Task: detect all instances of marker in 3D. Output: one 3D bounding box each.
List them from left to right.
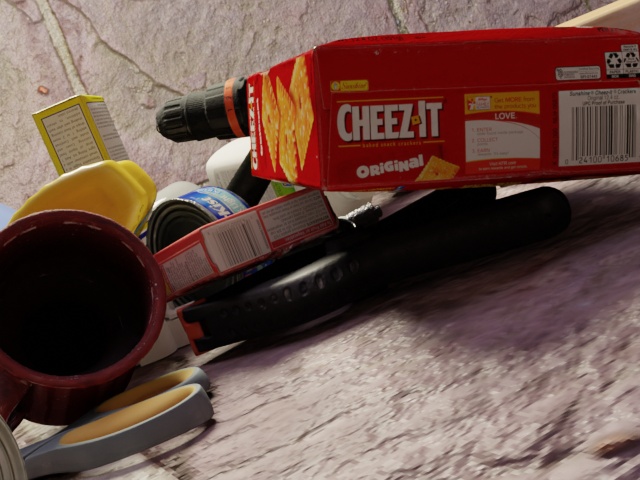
[{"bbox_3d":[-0.007,0.001,0.810,0.121,0.020,0.020,-24,8,-14],"label":"marker"}]

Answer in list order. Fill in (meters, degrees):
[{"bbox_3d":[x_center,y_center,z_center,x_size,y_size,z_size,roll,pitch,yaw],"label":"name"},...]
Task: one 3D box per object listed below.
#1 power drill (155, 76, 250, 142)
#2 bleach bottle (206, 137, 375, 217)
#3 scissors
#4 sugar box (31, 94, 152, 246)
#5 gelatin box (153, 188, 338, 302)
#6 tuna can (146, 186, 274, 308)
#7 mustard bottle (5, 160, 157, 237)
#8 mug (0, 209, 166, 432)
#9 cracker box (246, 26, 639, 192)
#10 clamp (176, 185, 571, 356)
[{"bbox_3d":[-0.041,-0.128,0.988,0.185,0.057,0.187,-7,10,16],"label":"power drill"},{"bbox_3d":[-0.018,-0.047,0.951,0.068,0.102,0.251,-37,18,-20],"label":"bleach bottle"},{"bbox_3d":[-0.134,0.099,0.498,0.202,0.016,0.096,-20,6,19],"label":"scissors"},{"bbox_3d":[-0.160,-0.024,0.825,0.048,0.176,0.093,-20,6,2],"label":"sugar box"},{"bbox_3d":[-0.045,0.003,0.596,0.089,0.030,0.073,-22,-2,-39],"label":"gelatin box"},{"bbox_3d":[-0.070,0.009,0.680,0.086,0.086,0.033,-15,9,46],"label":"tuna can"},{"bbox_3d":[-0.148,-0.010,0.682,0.096,0.058,0.191,-45,6,1],"label":"mustard bottle"},{"bbox_3d":[-0.134,0.053,0.531,0.117,0.093,0.082,-64,2,-32],"label":"mug"},{"bbox_3d":[0.055,-0.069,0.570,0.164,0.072,0.214,-4,7,-11],"label":"cracker box"},{"bbox_3d":[0.024,0.009,0.590,0.210,0.036,0.164,-22,7,6],"label":"clamp"}]
